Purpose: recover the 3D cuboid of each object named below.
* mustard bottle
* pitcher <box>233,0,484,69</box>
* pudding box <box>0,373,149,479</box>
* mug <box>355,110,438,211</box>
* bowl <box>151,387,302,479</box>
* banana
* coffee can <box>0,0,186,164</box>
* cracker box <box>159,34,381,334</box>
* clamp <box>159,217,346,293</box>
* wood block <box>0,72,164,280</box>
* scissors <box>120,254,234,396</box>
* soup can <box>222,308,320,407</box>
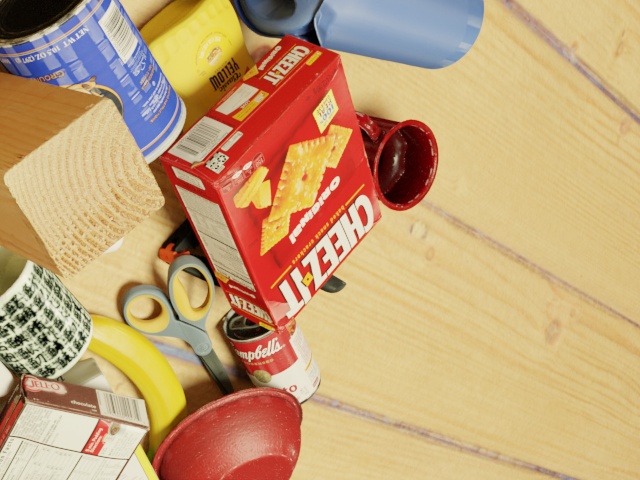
[{"bbox_3d":[-0.085,-0.122,0.956,0.096,0.058,0.191,-48,128,-26],"label":"mustard bottle"},{"bbox_3d":[0.043,-0.244,1.004,0.242,0.145,0.149,5,112,-47],"label":"pitcher"},{"bbox_3d":[-0.209,0.163,0.874,0.113,0.039,0.090,20,116,-30],"label":"pudding box"},{"bbox_3d":[0.054,-0.090,1.083,0.093,0.082,0.117,-56,133,-14],"label":"mug"},{"bbox_3d":[-0.079,0.216,1.032,0.162,0.055,0.162,-20,140,-18],"label":"bowl"},{"bbox_3d":[-0.167,0.131,0.982,0.069,0.037,0.198,-39,126,-27],"label":"banana"},{"bbox_3d":[-0.181,-0.132,0.831,0.102,0.103,0.140,-48,135,-20],"label":"coffee can"},{"bbox_3d":[-0.032,-0.044,0.936,0.164,0.072,0.213,-48,144,-23],"label":"cracker box"},{"bbox_3d":[-0.057,0.001,1.038,0.209,0.036,0.164,-24,110,-34],"label":"clamp"},{"bbox_3d":[-0.216,-0.056,0.758,0.090,0.206,0.090,-42,128,-25],"label":"wood block"},{"bbox_3d":[-0.133,0.098,1.013,0.096,0.016,0.202,-14,130,-14],"label":"scissors"},{"bbox_3d":[-0.047,0.111,1.065,0.068,0.069,0.102,-42,128,-25],"label":"soup can"}]
